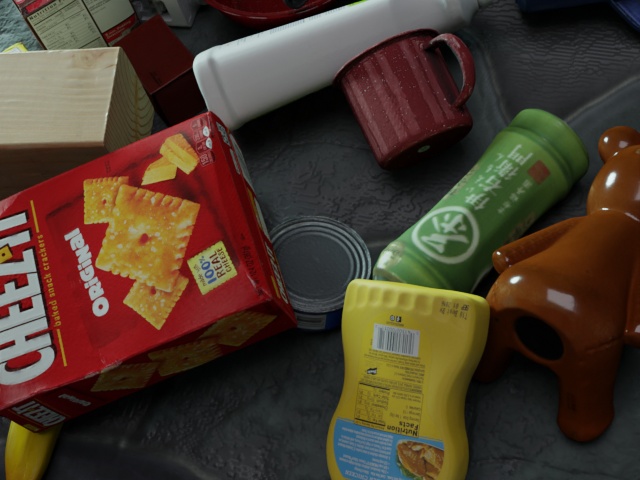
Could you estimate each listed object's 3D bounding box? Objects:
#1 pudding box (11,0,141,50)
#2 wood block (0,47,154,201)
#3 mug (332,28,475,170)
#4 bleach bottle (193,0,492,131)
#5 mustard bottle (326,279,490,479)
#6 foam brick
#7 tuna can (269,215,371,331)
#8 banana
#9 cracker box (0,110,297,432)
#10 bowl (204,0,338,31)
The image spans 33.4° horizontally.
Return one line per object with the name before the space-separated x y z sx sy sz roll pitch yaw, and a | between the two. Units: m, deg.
pudding box | -0.211 -0.198 0.948 0.090 0.113 0.039 -31 62 -6
wood block | -0.250 -0.090 0.858 0.206 0.090 0.091 -1 63 11
mug | 0.075 -0.112 0.829 0.117 0.093 0.081 -33 76 41
bleach bottle | 0.026 -0.165 0.874 0.251 0.068 0.102 -20 14 6
mustard bottle | 0.052 0.125 0.704 0.096 0.058 0.191 8 90 29
foam brick | -0.137 -0.148 0.939 0.053 0.051 0.078 -34 59 -7
tuna can | -0.006 0.025 0.806 0.086 0.034 0.086 2 56 -3
banana | -0.182 0.102 0.813 0.070 0.037 0.197 34 73 27
cracker box | -0.143 0.021 0.772 0.214 0.072 0.164 -22 63 6
bowl | -0.038 -0.240 0.959 0.162 0.055 0.162 -3 57 4
